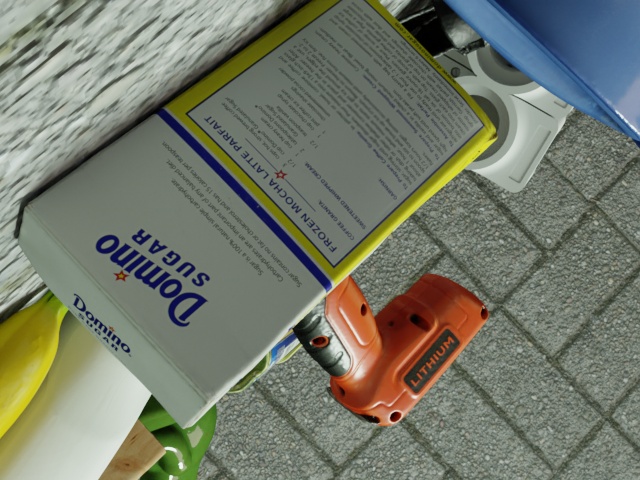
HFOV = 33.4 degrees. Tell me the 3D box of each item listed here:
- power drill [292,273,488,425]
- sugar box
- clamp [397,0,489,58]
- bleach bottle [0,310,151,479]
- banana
[{"bbox_3d":[0.022,0.003,0.606,0.184,0.187,0.057,-46,-145,-9],"label":"power drill"},{"bbox_3d":[-0.018,-0.021,0.410,0.176,0.093,0.048,-41,176,-29],"label":"sugar box"},{"bbox_3d":[0.064,-0.108,0.530,0.120,0.039,0.171,-12,-168,42],"label":"clamp"},{"bbox_3d":[-0.137,0.099,0.528,0.251,0.068,0.102,-50,-153,19],"label":"bleach bottle"},{"bbox_3d":[-0.174,0.096,0.487,0.198,0.037,0.069,-45,177,17],"label":"banana"}]
